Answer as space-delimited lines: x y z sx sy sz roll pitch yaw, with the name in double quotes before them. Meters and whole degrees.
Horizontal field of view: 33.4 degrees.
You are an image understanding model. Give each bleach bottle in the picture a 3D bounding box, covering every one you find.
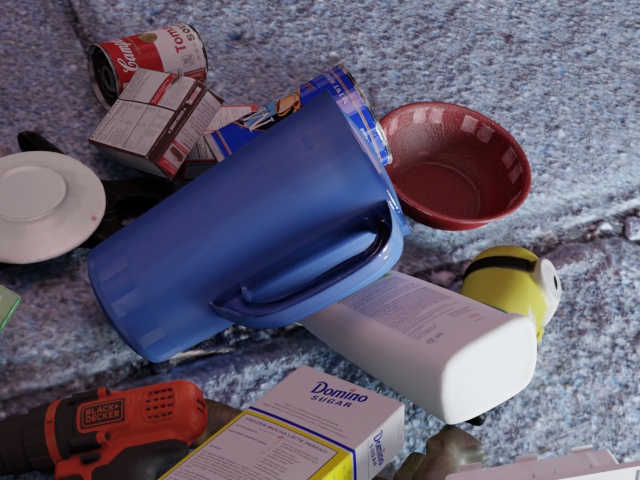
"bleach bottle" 0.050 0.059 0.870 0.102 0.068 0.251 -22 30 -30

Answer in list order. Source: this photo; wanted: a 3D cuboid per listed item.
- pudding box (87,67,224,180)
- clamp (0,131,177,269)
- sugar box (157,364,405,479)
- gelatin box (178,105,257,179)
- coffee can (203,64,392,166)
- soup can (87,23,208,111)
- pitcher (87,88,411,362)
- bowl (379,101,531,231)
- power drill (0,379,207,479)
"pudding box" -0.152 -0.109 0.978 0.114 0.039 0.090 18 73 50
"clamp" -0.197 -0.031 0.957 0.210 0.036 0.164 4 50 -5
"sugar box" -0.028 0.152 0.702 0.093 0.048 0.175 17 31 34
"gelatin box" -0.099 -0.096 1.041 0.089 0.030 0.073 -4 53 -16
"coffee can" -0.021 -0.082 0.967 0.140 0.103 0.103 -28 59 -3
"soup can" -0.171 -0.173 1.064 0.102 0.069 0.068 -21 58 -28
"pitcher" -0.056 0.001 0.846 0.243 0.149 0.145 -31 91 3
"bowl" 0.122 -0.062 1.048 0.162 0.055 0.162 7 49 -8
"power drill" -0.165 0.194 0.737 0.184 0.057 0.187 -14 58 12
